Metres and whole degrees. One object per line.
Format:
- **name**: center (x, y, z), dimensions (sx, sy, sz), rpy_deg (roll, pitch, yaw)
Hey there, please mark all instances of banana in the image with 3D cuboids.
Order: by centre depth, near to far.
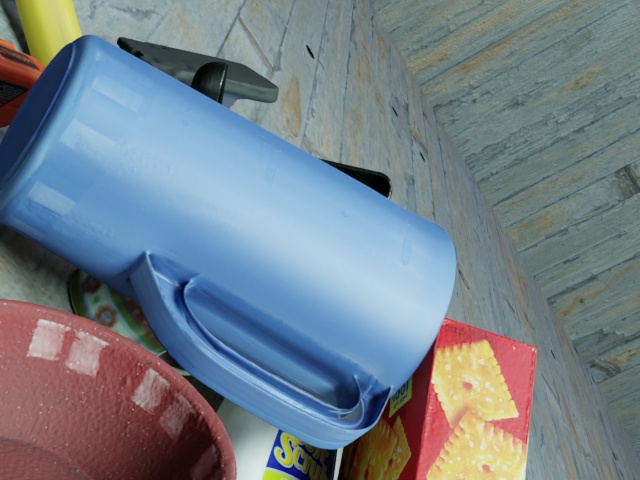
- **banana**: center (-0.176, -0.137, 0.730), dimensions (0.037, 0.070, 0.198), rpy_deg (-18, 85, -33)

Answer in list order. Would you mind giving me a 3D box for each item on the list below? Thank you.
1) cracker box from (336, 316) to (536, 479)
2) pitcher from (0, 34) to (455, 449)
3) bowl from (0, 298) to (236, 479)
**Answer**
- **cracker box**: center (0.050, 0.174, 0.612), dimensions (0.072, 0.164, 0.213), rpy_deg (19, 59, -8)
- **pitcher**: center (-0.054, 0.001, 0.583), dimensions (0.242, 0.145, 0.149), rpy_deg (30, -6, -24)
- **bowl**: center (-0.119, 0.091, 0.453), dimensions (0.162, 0.055, 0.162), rpy_deg (25, 19, -10)
